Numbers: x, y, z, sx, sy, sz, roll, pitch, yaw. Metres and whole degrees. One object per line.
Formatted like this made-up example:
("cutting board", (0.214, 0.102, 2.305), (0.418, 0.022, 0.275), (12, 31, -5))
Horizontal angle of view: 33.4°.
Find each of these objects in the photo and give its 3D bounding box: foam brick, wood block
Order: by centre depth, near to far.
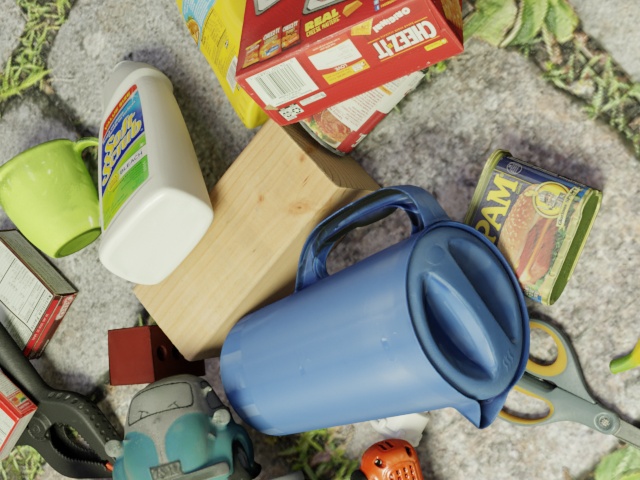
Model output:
("wood block", (-0.057, 0.001, 0.930), (0.090, 0.090, 0.206), (48, 111, 21))
("foam brick", (-0.152, 0.104, 0.989), (0.051, 0.078, 0.053), (-7, 85, 30))

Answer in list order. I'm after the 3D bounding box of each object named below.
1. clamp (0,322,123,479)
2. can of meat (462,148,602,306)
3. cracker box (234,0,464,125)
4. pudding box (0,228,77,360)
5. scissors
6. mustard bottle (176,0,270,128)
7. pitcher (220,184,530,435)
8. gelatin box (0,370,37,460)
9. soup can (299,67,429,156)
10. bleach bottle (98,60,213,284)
("clamp", (-0.279, 0.186, 1.070), (0.210, 0.036, 0.165), (31, 121, 15))
("can of meat", (0.160, -0.009, 0.830), (0.084, 0.057, 0.102), (25, 101, 24))
("cracker box", (0.026, -0.208, 0.845), (0.164, 0.072, 0.213), (-20, 45, 26))
("pudding box", (-0.313, 0.055, 1.102), (0.114, 0.039, 0.090), (41, 109, 21))
("scissors", (0.216, 0.118, 0.819), (0.202, 0.016, 0.096), (10, 94, 29))
("mustard bottle", (-0.084, -0.201, 0.958), (0.192, 0.058, 0.096), (59, 150, 18))
("pitcher", (0.029, 0.071, 0.837), (0.243, 0.145, 0.149), (-23, 37, 44))
("gelatin box", (-0.326, 0.170, 1.051), (0.073, 0.030, 0.089), (42, 124, 10))
("soup can", (0.033, -0.130, 0.896), (0.102, 0.068, 0.068), (-45, 69, 20))
("bleach bottle", (-0.163, -0.080, 0.956), (0.103, 0.068, 0.251), (-46, 39, 20))
